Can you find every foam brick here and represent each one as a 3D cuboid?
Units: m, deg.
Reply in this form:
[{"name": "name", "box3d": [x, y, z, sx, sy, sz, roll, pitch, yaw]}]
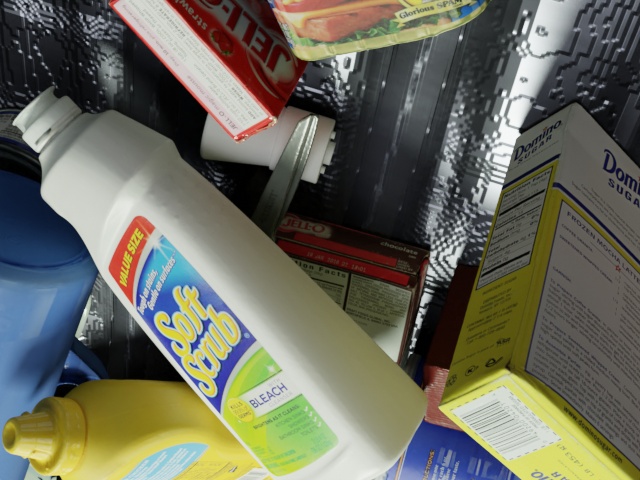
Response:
[{"name": "foam brick", "box3d": [0.090, 0.061, 0.587, 0.053, 0.078, 0.051, 10, 136, 14]}]

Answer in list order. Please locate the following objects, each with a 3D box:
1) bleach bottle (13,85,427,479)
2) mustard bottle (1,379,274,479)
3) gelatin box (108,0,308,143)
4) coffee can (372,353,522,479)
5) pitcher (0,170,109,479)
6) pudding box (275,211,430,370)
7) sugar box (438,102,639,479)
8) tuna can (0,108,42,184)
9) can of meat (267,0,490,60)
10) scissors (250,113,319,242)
[{"name": "bleach bottle", "box3d": [-0.062, 0.026, 0.554, 0.251, 0.068, 0.103, 46, 136, -8]}, {"name": "mustard bottle", "box3d": [-0.092, 0.113, 0.611, 0.191, 0.058, 0.096, 11, 147, -45]}, {"name": "gelatin box", "box3d": [-0.045, -0.101, 0.493, 0.030, 0.073, 0.089, -25, 118, 39]}, {"name": "coffee can", "box3d": [0.107, 0.135, 0.631, 0.140, 0.102, 0.103, 15, 136, 9]}, {"name": "pitcher", "box3d": [-0.205, 0.085, 0.619, 0.145, 0.149, 0.243, 35, 116, 14]}, {"name": "pudding box", "box3d": [0.010, 0.042, 0.632, 0.090, 0.039, 0.113, 17, 134, 10]}, {"name": "sugar box", "box3d": [0.114, 0.027, 0.473, 0.093, 0.176, 0.048, 42, 131, -17]}, {"name": "tuna can", "box3d": [-0.177, -0.035, 0.642, 0.086, 0.033, 0.086, 12, 135, 12]}, {"name": "can of meat", "box3d": [0.017, -0.130, 0.453, 0.102, 0.057, 0.084, -5, 132, 28]}, {"name": "scissors", "box3d": [-0.054, 0.001, 0.582, 0.096, 0.016, 0.202, 14, 135, 8]}]
